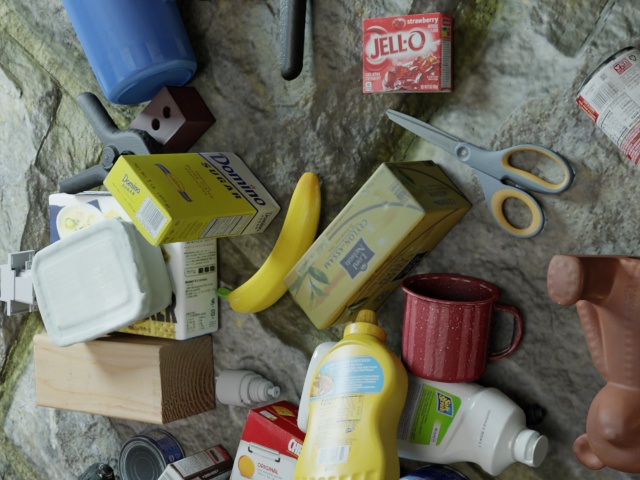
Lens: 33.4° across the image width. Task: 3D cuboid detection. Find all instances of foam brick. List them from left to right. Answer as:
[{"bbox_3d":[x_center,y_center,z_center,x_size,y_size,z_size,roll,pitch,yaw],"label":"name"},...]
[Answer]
[{"bbox_3d":[-0.168,-0.130,1.200,0.078,0.051,0.053,-43,71,31],"label":"foam brick"}]

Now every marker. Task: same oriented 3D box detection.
[{"bbox_3d":[0.161,0.178,1.024,0.121,0.020,0.020,-22,83,35],"label":"marker"}]

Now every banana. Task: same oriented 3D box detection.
[{"bbox_3d":[-0.048,0.017,1.141,0.070,0.037,0.198,50,120,18],"label":"banana"}]

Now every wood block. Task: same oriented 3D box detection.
[{"bbox_3d":[-0.232,0.154,1.255,0.206,0.090,0.090,1,95,35],"label":"wood block"}]

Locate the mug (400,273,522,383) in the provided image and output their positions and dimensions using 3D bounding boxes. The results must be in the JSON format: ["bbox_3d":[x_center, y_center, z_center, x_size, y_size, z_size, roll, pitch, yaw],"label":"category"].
[{"bbox_3d":[0.130,0.083,1.002,0.117,0.093,0.081,3,105,-1],"label":"mug"}]

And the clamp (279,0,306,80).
[{"bbox_3d":[-0.043,-0.293,1.101,0.165,0.036,0.210,37,113,26],"label":"clamp"}]

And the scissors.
[{"bbox_3d":[0.142,-0.062,1.011,0.202,0.016,0.096,15,104,33],"label":"scissors"}]

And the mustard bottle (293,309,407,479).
[{"bbox_3d":[0.032,0.150,0.983,0.096,0.058,0.191,-14,52,33],"label":"mustard bottle"}]

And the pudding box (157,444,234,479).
[{"bbox_3d":[-0.159,0.291,1.220,0.039,0.089,0.114,48,119,19],"label":"pudding box"}]

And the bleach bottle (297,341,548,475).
[{"bbox_3d":[0.097,0.172,1.024,0.251,0.067,0.102,14,92,38],"label":"bleach bottle"}]

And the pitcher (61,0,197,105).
[{"bbox_3d":[-0.219,-0.283,1.176,0.243,0.144,0.149,68,159,5],"label":"pitcher"}]

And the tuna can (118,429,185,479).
[{"bbox_3d":[-0.202,0.273,1.282,0.086,0.033,0.086,5,98,35],"label":"tuna can"}]

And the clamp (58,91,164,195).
[{"bbox_3d":[-0.228,-0.102,1.192,0.172,0.039,0.120,10,102,35],"label":"clamp"}]

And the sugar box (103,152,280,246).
[{"bbox_3d":[-0.128,-0.047,1.105,0.093,0.175,0.048,50,122,19],"label":"sugar box"}]

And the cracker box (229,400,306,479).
[{"bbox_3d":[-0.022,0.303,1.137,0.164,0.071,0.214,26,109,30],"label":"cracker box"}]

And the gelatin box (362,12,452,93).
[{"bbox_3d":[0.083,-0.180,1.030,0.089,0.030,0.073,4,98,34],"label":"gelatin box"}]
